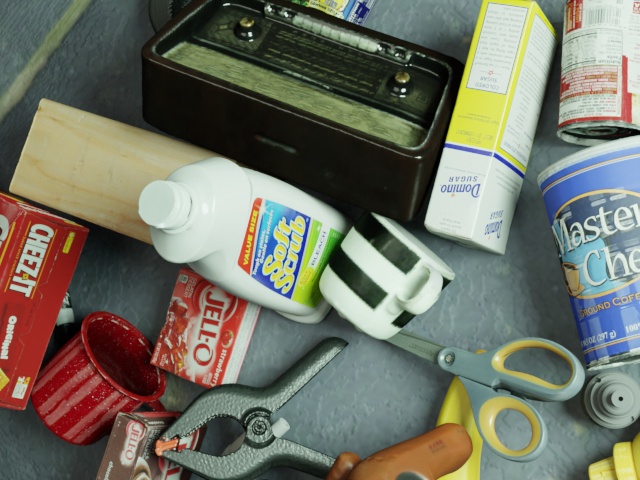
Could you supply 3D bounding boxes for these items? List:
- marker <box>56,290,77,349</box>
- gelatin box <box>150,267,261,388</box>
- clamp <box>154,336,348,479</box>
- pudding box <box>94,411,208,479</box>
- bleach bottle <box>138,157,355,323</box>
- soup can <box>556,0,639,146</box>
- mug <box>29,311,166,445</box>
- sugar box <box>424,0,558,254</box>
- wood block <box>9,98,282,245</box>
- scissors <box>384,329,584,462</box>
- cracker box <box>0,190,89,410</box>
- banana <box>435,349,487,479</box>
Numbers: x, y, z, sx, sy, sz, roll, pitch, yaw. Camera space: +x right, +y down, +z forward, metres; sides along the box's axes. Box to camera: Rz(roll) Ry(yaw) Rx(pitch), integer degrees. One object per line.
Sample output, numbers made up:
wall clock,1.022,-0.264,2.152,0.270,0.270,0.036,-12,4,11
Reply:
marker,-0.241,0.047,0.983,0.020,0.020,0.121,-21,74,20
gelatin box,-0.097,0.076,0.908,0.073,0.030,0.089,18,90,25
clamp,-0.044,0.138,0.842,0.171,0.039,0.120,-1,70,-7
pudding box,-0.145,0.198,0.879,0.039,0.089,0.113,22,92,28
bleach bottle,-0.055,0.001,0.778,0.068,0.250,0.102,26,93,25
soup can,0.209,-0.125,0.779,0.069,0.068,0.102,1,82,24
mug,-0.185,0.129,0.917,0.082,0.093,0.117,-41,105,19
sugar box,0.129,-0.083,0.795,0.048,0.093,0.176,17,89,26
wood block,-0.150,-0.047,0.917,0.206,0.090,0.090,19,89,26
scissors,0.100,0.107,0.784,0.202,0.016,0.096,-2,70,44
cracker box,-0.309,0.035,0.949,0.214,0.072,0.164,20,90,49
banana,0.112,0.183,0.791,0.070,0.037,0.198,-16,70,29
